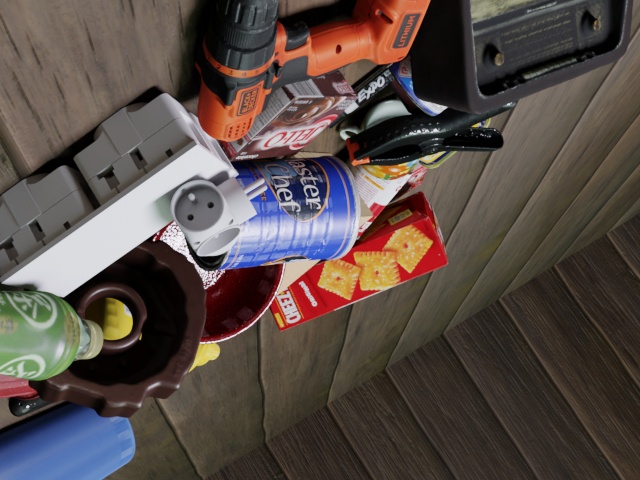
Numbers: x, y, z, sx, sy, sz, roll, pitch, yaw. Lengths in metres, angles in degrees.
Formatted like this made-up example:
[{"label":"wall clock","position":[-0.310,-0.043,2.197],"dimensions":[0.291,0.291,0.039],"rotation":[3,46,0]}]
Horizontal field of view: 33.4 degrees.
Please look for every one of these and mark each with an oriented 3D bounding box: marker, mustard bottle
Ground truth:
[{"label":"marker","position":[0.048,-0.149,1.042],"dimensions":[0.121,0.020,0.020],"rotation":[-37,165,13]},{"label":"mustard bottle","position":[-0.172,0.093,1.099],"dimensions":[0.058,0.096,0.191],"rotation":[-37,143,21]}]

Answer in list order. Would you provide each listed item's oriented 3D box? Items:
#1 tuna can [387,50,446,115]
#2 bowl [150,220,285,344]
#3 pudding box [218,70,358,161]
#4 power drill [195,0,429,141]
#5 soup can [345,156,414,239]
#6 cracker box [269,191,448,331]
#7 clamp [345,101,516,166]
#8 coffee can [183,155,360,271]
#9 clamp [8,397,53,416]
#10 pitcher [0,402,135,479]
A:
[{"label":"tuna can","position":[0.092,-0.157,0.980],"dimensions":[0.034,0.086,0.086],"rotation":[-37,165,20]},{"label":"bowl","position":[-0.117,0.021,1.083],"dimensions":[0.161,0.055,0.162],"rotation":[-11,112,-30]},{"label":"pudding box","position":[-0.030,-0.113,0.956],"dimensions":[0.090,0.039,0.113],"rotation":[-41,164,29]},{"label":"power drill","position":[-0.007,-0.164,0.814],"dimensions":[0.187,0.057,0.185],"rotation":[-25,162,-23]},{"label":"soup can","position":[0.049,-0.061,1.203],"dimensions":[0.102,0.068,0.068],"rotation":[-50,160,18]},{"label":"cracker box","position":[0.042,0.019,1.297],"dimensions":[0.214,0.072,0.164],"rotation":[-22,-169,9]},{"label":"clamp","position":[0.114,-0.103,1.069],"dimensions":[0.171,0.039,0.120],"rotation":[-13,156,8]},{"label":"coffee can","position":[-0.047,-0.027,1.013],"dimensions":[0.140,0.103,0.103],"rotation":[-5,152,-33]},{"label":"clamp","position":[-0.268,0.156,1.252],"dimensions":[0.209,0.036,0.165],"rotation":[-21,180,-21]},{"label":"pitcher","position":[-0.379,0.299,1.426],"dimensions":[0.242,0.149,0.145],"rotation":[-25,149,-38]}]
